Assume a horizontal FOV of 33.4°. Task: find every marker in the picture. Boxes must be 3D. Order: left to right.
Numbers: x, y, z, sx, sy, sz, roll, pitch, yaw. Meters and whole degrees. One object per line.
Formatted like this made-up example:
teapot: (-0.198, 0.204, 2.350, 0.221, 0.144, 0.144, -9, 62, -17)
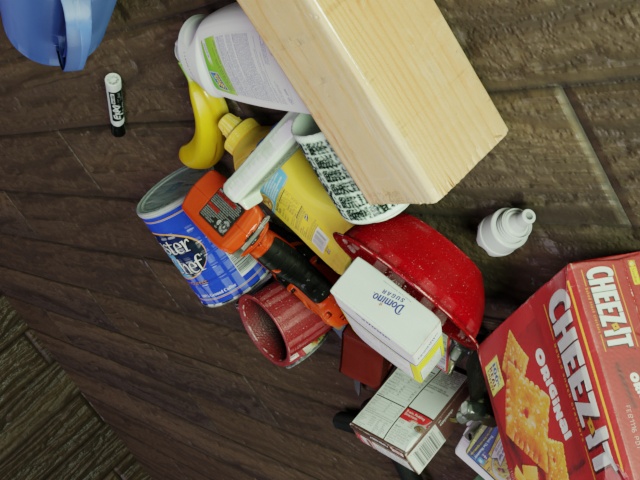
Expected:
marker: (-0.250, -0.162, 1.303, 0.020, 0.020, 0.121, 41, 156, 13)

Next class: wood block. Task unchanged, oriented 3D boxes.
wood block: (0.035, -0.134, 0.769, 0.090, 0.090, 0.206, 1, 130, 58)

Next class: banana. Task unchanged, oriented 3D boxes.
banana: (-0.124, -0.119, 1.142, 0.070, 0.037, 0.198, 59, 160, 19)

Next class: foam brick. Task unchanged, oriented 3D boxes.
foam brick: (0.055, 0.114, 1.156, 0.051, 0.053, 0.078, 24, 144, 17)

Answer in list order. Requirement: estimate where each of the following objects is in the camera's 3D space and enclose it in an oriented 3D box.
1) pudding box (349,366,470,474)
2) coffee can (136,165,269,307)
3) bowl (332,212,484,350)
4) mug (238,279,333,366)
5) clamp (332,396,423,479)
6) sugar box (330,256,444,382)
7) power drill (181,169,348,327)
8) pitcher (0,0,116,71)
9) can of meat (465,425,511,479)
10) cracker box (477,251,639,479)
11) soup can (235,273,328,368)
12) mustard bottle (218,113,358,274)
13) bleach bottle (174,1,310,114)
pudding box: (0.100, 0.178, 1.127, 0.090, 0.113, 0.039, 21, 150, 47)
coffee can: (-0.133, -0.008, 1.244, 0.103, 0.102, 0.140, 8, 136, 56)
bowl: (0.089, 0.025, 0.934, 0.162, 0.055, 0.162, 38, 174, 4)
mug: (-0.040, 0.080, 1.220, 0.117, 0.081, 0.093, 17, 132, 53)
clamp: (0.093, 0.257, 1.361, 0.164, 0.036, 0.210, 43, 156, 10)
sugar box: (0.065, 0.076, 0.972, 0.093, 0.048, 0.176, 38, 171, 14)
power drill: (-0.057, 0.001, 1.109, 0.187, 0.057, 0.185, 37, -179, -45)
pitcher: (-0.249, -0.247, 1.021, 0.145, 0.149, 0.243, 36, 161, -6)
can of meat: (0.198, 0.195, 1.018, 0.084, 0.057, 0.102, 42, 123, 20)
cracker box: (0.200, 0.124, 0.827, 0.214, 0.072, 0.164, 114, 146, -66)
soup can: (-0.048, 0.097, 1.308, 0.102, 0.068, 0.069, 50, 157, -7)
mustard bottle: (-0.027, -0.056, 1.040, 0.192, 0.058, 0.096, 43, 155, 10)
bleach bottle: (-0.062, -0.167, 0.919, 0.251, 0.068, 0.102, 19, 133, 55)
